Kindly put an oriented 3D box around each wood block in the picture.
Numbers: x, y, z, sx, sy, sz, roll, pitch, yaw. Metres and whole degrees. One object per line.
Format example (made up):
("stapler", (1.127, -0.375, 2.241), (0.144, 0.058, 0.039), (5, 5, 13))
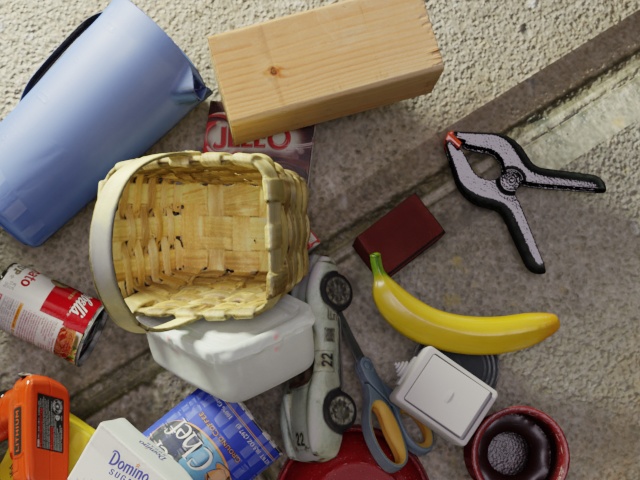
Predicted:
("wood block", (0.003, -0.169, 1.029), (0.206, 0.090, 0.091), (-15, 83, -4))

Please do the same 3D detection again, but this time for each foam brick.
("foam brick", (0.078, -0.001, 1.077), (0.078, 0.053, 0.051), (-37, 85, -9))

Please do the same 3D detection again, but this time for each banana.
("banana", (0.131, 0.076, 1.032), (0.197, 0.037, 0.070), (19, 104, -4))

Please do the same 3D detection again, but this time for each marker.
("marker", (-0.148, -0.033, 1.088), (0.020, 0.020, 0.121), (-36, 84, -8))

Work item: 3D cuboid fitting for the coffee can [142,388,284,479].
("coffee can", (-0.120, 0.207, 1.008), (0.140, 0.103, 0.103), (-39, 85, -8))

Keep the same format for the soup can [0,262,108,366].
("soup can", (-0.267, 0.072, 1.041), (0.102, 0.068, 0.068), (24, 81, 2))

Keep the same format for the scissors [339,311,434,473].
("scissors", (0.060, 0.136, 1.066), (0.096, 0.016, 0.202), (14, 50, -38))

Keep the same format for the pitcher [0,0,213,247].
("pitcher", (-0.239, -0.118, 1.052), (0.243, 0.149, 0.145), (-45, 101, -5))

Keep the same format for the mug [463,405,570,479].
("mug", (0.192, 0.217, 1.032), (0.093, 0.081, 0.117), (-39, 84, -8))

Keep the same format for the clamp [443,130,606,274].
("clamp", (0.194, -0.047, 1.097), (0.171, 0.039, 0.120), (28, 76, 8))

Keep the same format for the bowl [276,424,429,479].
("bowl", (0.034, 0.260, 1.032), (0.162, 0.055, 0.162), (0, 81, -3))

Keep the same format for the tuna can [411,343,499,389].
("tuna can", (0.134, 0.127, 1.068), (0.086, 0.034, 0.086), (0, 81, -3))

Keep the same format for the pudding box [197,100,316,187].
("pudding box", (-0.064, -0.090, 1.091), (0.113, 0.039, 0.090), (7, 81, -1))

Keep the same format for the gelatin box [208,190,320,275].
("gelatin box", (-0.057, 0.001, 1.062), (0.089, 0.030, 0.073), (-40, 85, 24))

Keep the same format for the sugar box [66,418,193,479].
("sugar box", (-0.192, 0.253, 0.932), (0.093, 0.048, 0.176), (36, 98, 19))

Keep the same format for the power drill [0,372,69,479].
("power drill", (-0.318, 0.205, 0.976), (0.188, 0.057, 0.184), (-15, 68, 24))
